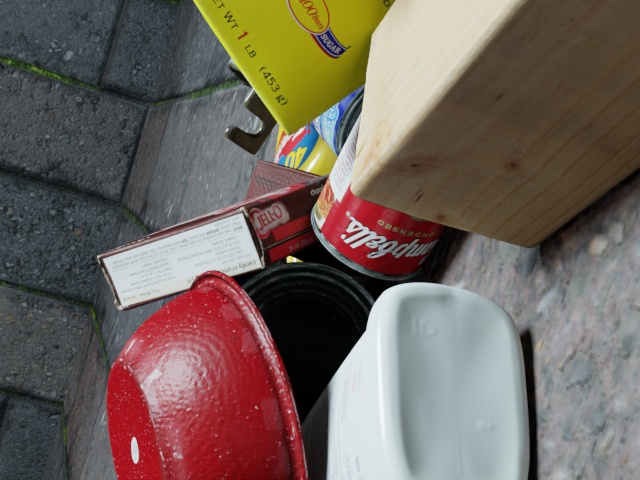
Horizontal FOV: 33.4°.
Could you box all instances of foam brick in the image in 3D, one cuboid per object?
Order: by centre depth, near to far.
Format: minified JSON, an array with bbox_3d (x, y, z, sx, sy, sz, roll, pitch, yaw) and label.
[{"bbox_3d":[-0.003,-0.014,0.660,0.078,0.051,0.053,21,96,37],"label":"foam brick"}]

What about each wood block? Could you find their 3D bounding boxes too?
[{"bbox_3d":[0.095,-0.087,0.384,0.206,0.090,0.091,130,152,-57],"label":"wood block"}]

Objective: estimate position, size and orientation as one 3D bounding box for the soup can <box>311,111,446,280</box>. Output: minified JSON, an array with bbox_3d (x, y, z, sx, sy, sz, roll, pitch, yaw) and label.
[{"bbox_3d":[0.045,-0.039,0.549,0.068,0.068,0.102,-93,25,-51],"label":"soup can"}]

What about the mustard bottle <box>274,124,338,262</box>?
[{"bbox_3d":[-0.001,-0.064,0.754,0.096,0.058,0.191,-36,40,55],"label":"mustard bottle"}]

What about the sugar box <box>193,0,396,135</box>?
[{"bbox_3d":[0.030,-0.136,0.493,0.176,0.093,0.048,-34,21,4],"label":"sugar box"}]

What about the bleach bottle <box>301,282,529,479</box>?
[{"bbox_3d":[0.012,0.121,0.516,0.251,0.068,0.102,124,153,-54],"label":"bleach bottle"}]

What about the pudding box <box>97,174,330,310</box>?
[{"bbox_3d":[-0.054,0.001,0.603,0.114,0.089,0.039,-19,93,34],"label":"pudding box"}]

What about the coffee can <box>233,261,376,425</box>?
[{"bbox_3d":[-0.030,0.068,0.637,0.140,0.102,0.103,165,120,-72],"label":"coffee can"}]

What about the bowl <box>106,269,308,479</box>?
[{"bbox_3d":[-0.063,0.098,0.513,0.162,0.055,0.162,31,125,58],"label":"bowl"}]
